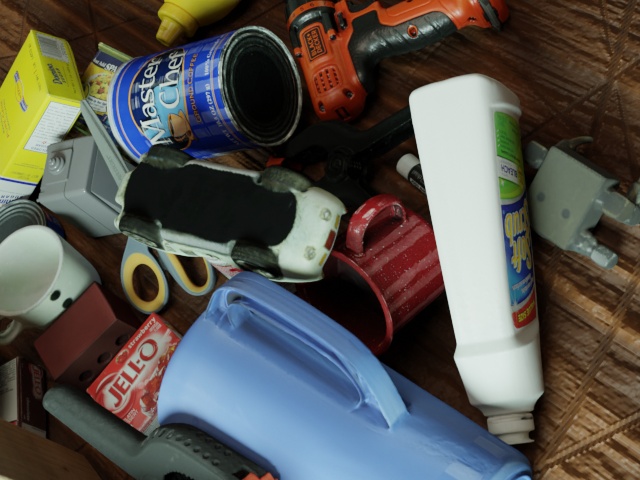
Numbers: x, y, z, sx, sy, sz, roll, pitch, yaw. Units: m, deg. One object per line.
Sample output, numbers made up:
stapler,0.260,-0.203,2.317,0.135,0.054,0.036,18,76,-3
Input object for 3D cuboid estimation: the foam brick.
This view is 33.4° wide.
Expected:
foam brick,-0.196,0.086,0.919,0.078,0.053,0.051,-45,53,2

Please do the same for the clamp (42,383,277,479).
clamp,-0.105,0.180,0.749,0.210,0.164,0.036,-2,23,43

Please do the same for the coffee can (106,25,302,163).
coffee can,-0.102,-0.122,0.929,0.141,0.102,0.103,-6,62,39

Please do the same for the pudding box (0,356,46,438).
pudding box,-0.286,0.169,0.933,0.090,0.039,0.113,-25,53,19

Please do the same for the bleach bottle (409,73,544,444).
bleach bottle,0.119,0.016,0.750,0.068,0.102,0.251,-12,78,25

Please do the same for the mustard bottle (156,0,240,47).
mustard bottle,-0.103,-0.273,1.053,0.096,0.058,0.191,25,79,37

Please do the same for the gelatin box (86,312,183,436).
gelatin box,-0.142,0.117,0.887,0.089,0.030,0.073,-49,53,-2

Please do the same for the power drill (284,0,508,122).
power drill,0.058,-0.209,0.934,0.188,0.057,0.184,-26,59,18

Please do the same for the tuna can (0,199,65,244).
tuna can,-0.288,0.006,1.022,0.086,0.033,0.086,-13,60,23

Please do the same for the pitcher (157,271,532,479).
pitcher,0.015,0.129,0.720,0.243,0.149,0.145,27,92,30

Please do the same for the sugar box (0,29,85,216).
sugar box,-0.289,-0.106,1.030,0.176,0.048,0.093,-48,48,31

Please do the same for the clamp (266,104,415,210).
clamp,0.030,-0.068,0.871,0.172,0.039,0.120,18,85,39

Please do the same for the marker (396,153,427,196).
marker,0.103,-0.029,0.837,0.020,0.020,0.121,-45,53,1

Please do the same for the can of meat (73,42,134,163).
can of meat,-0.196,-0.133,1.032,0.102,0.057,0.084,29,84,37

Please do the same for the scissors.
scissors,-0.171,-0.020,0.932,0.202,0.016,0.096,47,107,10

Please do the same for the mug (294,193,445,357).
mug,0.041,0.017,0.779,0.093,0.117,0.081,26,47,34
